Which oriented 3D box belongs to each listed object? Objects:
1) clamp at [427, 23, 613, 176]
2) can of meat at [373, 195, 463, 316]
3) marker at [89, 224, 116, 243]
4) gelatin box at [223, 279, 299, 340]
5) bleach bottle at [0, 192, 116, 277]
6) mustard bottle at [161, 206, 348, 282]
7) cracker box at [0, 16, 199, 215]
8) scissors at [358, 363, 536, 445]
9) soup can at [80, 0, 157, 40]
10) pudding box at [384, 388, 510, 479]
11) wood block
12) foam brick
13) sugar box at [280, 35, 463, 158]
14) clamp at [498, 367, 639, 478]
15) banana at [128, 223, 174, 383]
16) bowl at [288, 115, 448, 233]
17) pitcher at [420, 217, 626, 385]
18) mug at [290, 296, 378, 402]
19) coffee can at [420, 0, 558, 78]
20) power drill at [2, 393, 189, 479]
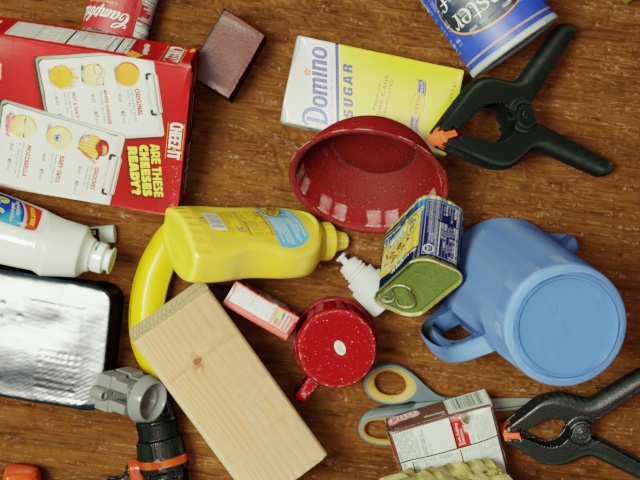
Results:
[{"bbox_3d":[0.206,-0.117,1.084,0.209,0.036,0.164,-24,94,-25],"label":"clamp"},{"bbox_3d":[0.100,0.015,1.070,0.057,0.102,0.084,22,53,-17],"label":"can of meat"},{"bbox_3d":[-0.276,-0.003,1.123,0.121,0.020,0.020,-4,91,0],"label":"marker"},{"bbox_3d":[-0.059,0.068,1.091,0.073,0.089,0.030,30,90,-1],"label":"gelatin box"},{"bbox_3d":[-0.328,-0.015,1.076,0.251,0.102,0.068,15,111,1],"label":"bleach bottle"},{"bbox_3d":[-0.057,0.002,1.080,0.191,0.096,0.058,-1,121,-29],"label":"mustard bottle"},{"bbox_3d":[-0.236,-0.125,1.069,0.213,0.072,0.164,9,118,-1],"label":"cracker box"},{"bbox_3d":[0.132,0.159,1.128,0.201,0.016,0.096,-18,98,0],"label":"scissors"},{"bbox_3d":[-0.201,-0.253,1.094,0.068,0.068,0.102,15,91,-1],"label":"soup can"},{"bbox_3d":[0.132,0.215,1.111,0.113,0.039,0.090,-16,108,2],"label":"pudding box"},{"bbox_3d":[-0.093,0.151,1.072,0.090,0.090,0.206,-35,100,-8],"label":"wood block"},{"bbox_3d":[-0.096,-0.190,1.104,0.051,0.053,0.078,30,92,-1],"label":"foam brick"},{"bbox_3d":[0.052,-0.149,1.109,0.176,0.048,0.093,11,91,-2],"label":"sugar box"},{"bbox_3d":[0.277,0.205,1.121,0.171,0.039,0.120,-12,93,3],"label":"clamp"},{"bbox_3d":[-0.166,0.067,1.119,0.069,0.037,0.198,-2,92,-18],"label":"banana"},{"bbox_3d":[0.051,-0.076,1.078,0.162,0.162,0.055,12,54,-1],"label":"bowl"},{"bbox_3d":[0.191,0.063,1.016,0.145,0.243,0.149,15,97,-5],"label":"pitcher"},{"bbox_3d":[0.008,0.116,1.096,0.093,0.081,0.117,37,91,-1],"label":"mug"},{"bbox_3d":[0.157,-0.250,1.077,0.103,0.103,0.140,-35,89,0],"label":"coffee can"},{"bbox_3d":[-0.228,0.254,1.109,0.187,0.057,0.184,-10,89,0],"label":"power drill"}]
